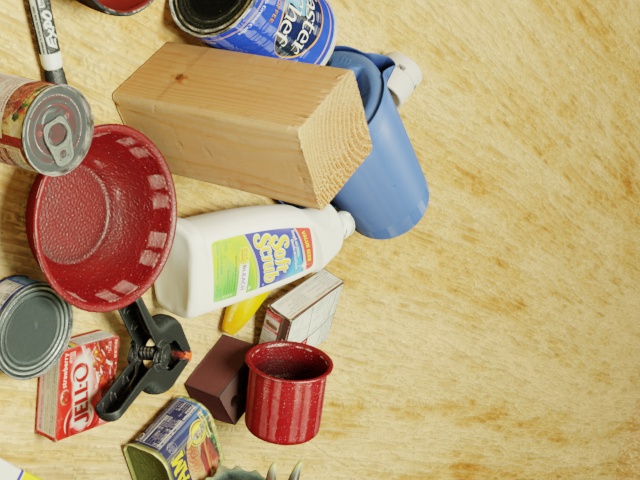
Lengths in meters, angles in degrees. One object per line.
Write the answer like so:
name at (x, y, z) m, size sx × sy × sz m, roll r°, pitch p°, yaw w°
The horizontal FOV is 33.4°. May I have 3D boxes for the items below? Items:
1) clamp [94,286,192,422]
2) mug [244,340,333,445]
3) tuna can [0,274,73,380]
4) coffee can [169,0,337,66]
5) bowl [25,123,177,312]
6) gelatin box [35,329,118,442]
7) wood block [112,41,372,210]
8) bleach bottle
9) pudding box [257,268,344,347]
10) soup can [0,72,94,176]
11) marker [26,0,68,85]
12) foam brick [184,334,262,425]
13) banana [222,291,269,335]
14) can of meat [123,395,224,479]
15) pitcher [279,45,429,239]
clamp at (-0.164, 0.099, 1.016) m, size 0.171 × 0.039 × 0.120 m, roll -14°, pitch 116°, yaw -77°
mug at (-0.037, 0.158, 1.139) m, size 0.117 × 0.093 × 0.081 m, roll -92°, pitch -172°, yaw -69°
tuna can at (-0.253, 0.073, 0.905) m, size 0.085 × 0.034 × 0.086 m, roll -29°, pitch 126°, yaw -49°
coffee can at (-0.061, -0.216, 1.014) m, size 0.140 × 0.103 × 0.103 m, roll 22°, pitch 84°, yaw -58°
bowl at (-0.198, -0.021, 0.919) m, size 0.161 × 0.055 × 0.162 m, roll -12°, pitch 105°, yaw -52°
gelatin box at (-0.222, 0.133, 0.981) m, size 0.073 × 0.030 × 0.089 m, roll -12°, pitch 113°, yaw -55°
wood block at (-0.070, -0.106, 0.950) m, size 0.090 × 0.206 × 0.090 m, roll -51°, pitch 141°, yaw -33°
bleach bottle at (-0.057, 0.001, 1.113) m, size 0.250 × 0.068 × 0.102 m, roll -18°, pitch 119°, yaw -43°
pudding box at (-0.024, 0.094, 1.245) m, size 0.113 × 0.039 × 0.090 m, roll -35°, pitch 147°, yaw -48°
soup can at (-0.231, -0.091, 0.805) m, size 0.068 × 0.102 × 0.068 m, roll -28°, pitch 126°, yaw -49°
marker at (-0.223, -0.171, 0.863) m, size 0.020 × 0.020 × 0.121 m, roll -38°, pitch 133°, yaw -44°
foam brick at (-0.100, 0.151, 1.159) m, size 0.078 × 0.051 × 0.053 m, roll -53°, pitch 142°, yaw -31°
banana at (-0.046, 0.030, 1.204) m, size 0.197 × 0.037 × 0.069 m, roll -41°, pitch 134°, yaw -42°
can of meat at (-0.150, 0.225, 1.109) m, size 0.083 × 0.058 × 0.102 m, roll -47°, pitch 139°, yaw -41°
pitcher at (0.034, -0.093, 1.208) m, size 0.242 × 0.149 × 0.145 m, roll 53°, pitch 44°, yaw -55°
